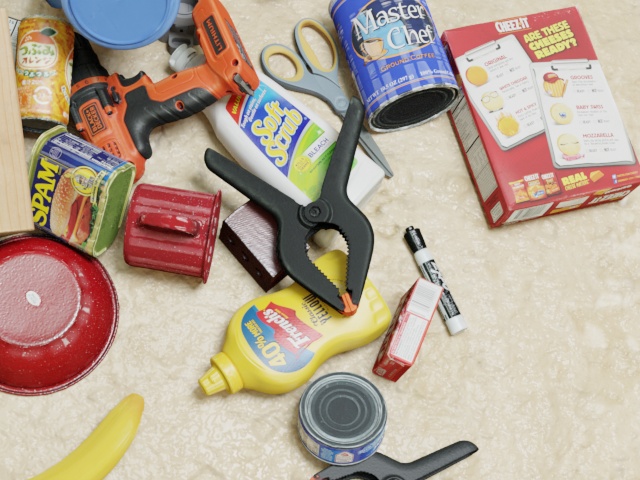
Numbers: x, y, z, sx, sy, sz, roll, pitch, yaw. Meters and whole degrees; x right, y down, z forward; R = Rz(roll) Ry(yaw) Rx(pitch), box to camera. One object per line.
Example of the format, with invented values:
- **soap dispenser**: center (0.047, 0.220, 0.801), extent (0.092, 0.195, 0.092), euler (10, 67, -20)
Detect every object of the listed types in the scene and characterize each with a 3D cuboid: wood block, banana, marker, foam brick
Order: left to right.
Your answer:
- **wood block**: center (-0.334, -0.104, 0.985), extent (0.090, 0.091, 0.206), euler (-7, 90, -39)
- **banana**: center (-0.240, 0.208, 0.965), extent (0.197, 0.037, 0.069), euler (-24, 78, -17)
- **foam brick**: center (-0.057, 0.001, 1.062), extent (0.051, 0.053, 0.078), euler (-39, 81, -20)
- **marker**: center (0.117, 0.039, 1.098), extent (0.020, 0.020, 0.121), euler (-21, 76, -17)

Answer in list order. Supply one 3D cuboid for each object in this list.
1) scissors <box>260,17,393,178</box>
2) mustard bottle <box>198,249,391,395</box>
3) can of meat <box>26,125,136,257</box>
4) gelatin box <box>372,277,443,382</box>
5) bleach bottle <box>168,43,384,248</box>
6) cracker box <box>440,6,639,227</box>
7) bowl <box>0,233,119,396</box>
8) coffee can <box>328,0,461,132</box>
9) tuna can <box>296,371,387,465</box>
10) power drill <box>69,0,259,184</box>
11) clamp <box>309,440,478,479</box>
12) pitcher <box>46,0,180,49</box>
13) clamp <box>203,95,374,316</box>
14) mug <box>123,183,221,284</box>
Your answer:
- **scissors**: center (0.001, -0.147, 1.144), extent (0.096, 0.016, 0.202), euler (-16, 75, -13)
- **mustard bottle**: center (-0.033, 0.092, 1.031), extent (0.191, 0.058, 0.096), euler (-31, 71, -18)
- **can of meat**: center (-0.231, -0.045, 1.014), extent (0.084, 0.102, 0.057), euler (26, 28, 10)
- **gelatin box**: center (0.084, 0.088, 1.047), extent (0.030, 0.073, 0.089), euler (25, 69, 0)
- **bleach bottle**: center (-0.059, -0.109, 1.096), extent (0.251, 0.068, 0.102), euler (39, 73, 8)
- **cracker box**: center (0.230, -0.133, 1.151), extent (0.164, 0.072, 0.214), euler (-13, 73, -15)
- **bowl**: center (-0.270, 0.062, 1.001), extent (0.162, 0.055, 0.162), euler (3, 71, -10)
- **coffee can**: center (0.077, -0.200, 1.129), extent (0.102, 0.103, 0.140), euler (-14, 74, -15)
- **tuna can**: center (0.021, 0.168, 1.014), extent (0.086, 0.034, 0.086), euler (2, 51, -3)
- **power drill**: center (-0.168, -0.167, 1.065), extent (0.188, 0.057, 0.184), euler (-29, 71, 10)
- **clamp**: center (0.075, 0.233, 1.014), extent (0.171, 0.039, 0.120), euler (16, 55, -2)
- **pitcher**: center (-0.199, -0.282, 1.041), extent (0.145, 0.149, 0.243), euler (10, 36, -14)
- **clamp**: center (0.002, -0.032, 1.023), extent (0.164, 0.036, 0.210), euler (-27, 77, -2)
- **mug**: center (-0.142, -0.011, 1.020), extent (0.081, 0.117, 0.093), euler (9, 86, -2)
